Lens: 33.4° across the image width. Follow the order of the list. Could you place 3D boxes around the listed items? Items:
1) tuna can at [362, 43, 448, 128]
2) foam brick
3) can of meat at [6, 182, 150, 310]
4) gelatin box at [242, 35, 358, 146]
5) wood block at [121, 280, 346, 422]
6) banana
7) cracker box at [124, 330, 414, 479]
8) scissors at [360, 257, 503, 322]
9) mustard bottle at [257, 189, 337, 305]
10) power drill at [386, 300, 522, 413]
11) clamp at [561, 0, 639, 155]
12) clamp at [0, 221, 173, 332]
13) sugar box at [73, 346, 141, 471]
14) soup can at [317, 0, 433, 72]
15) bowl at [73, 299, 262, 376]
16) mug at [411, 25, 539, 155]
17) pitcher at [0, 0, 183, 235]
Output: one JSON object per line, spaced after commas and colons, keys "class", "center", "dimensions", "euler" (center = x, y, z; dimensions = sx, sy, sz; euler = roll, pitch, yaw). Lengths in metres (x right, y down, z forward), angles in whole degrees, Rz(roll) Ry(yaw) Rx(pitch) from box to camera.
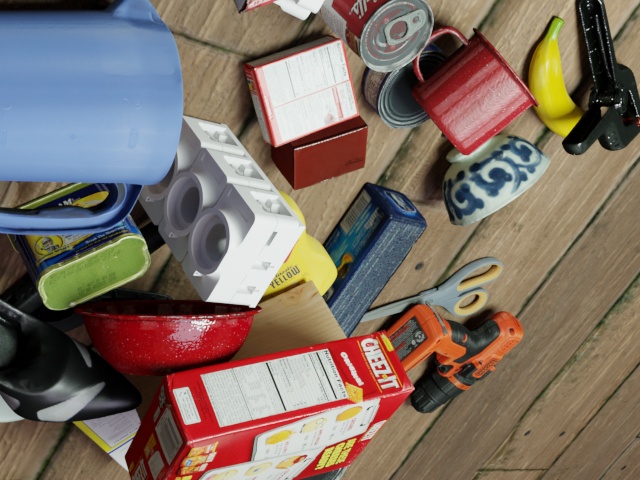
{"class": "tuna can", "center": [0.083, -0.150, 1.008], "dimensions": [0.086, 0.034, 0.086], "euler": [-20, 138, -20]}
{"class": "foam brick", "center": [-0.002, -0.090, 0.990], "dimensions": [0.078, 0.051, 0.053], "euler": [-19, 139, -21]}
{"class": "can of meat", "center": [-0.204, 0.002, 0.904], "dimensions": [0.102, 0.084, 0.057], "euler": [-25, 140, -15]}
{"class": "gelatin box", "center": [-0.015, -0.132, 0.937], "dimensions": [0.089, 0.030, 0.073], "euler": [-23, 114, -18]}
{"class": "wood block", "center": [-0.077, 0.136, 1.042], "dimensions": [0.206, 0.091, 0.090], "euler": [-24, 142, -10]}
{"class": "banana", "center": [0.261, -0.151, 1.138], "dimensions": [0.069, 0.037, 0.197], "euler": [-39, 141, 2]}
{"class": "cracker box", "center": [-0.049, 0.160, 0.936], "dimensions": [0.213, 0.072, 0.164], "euler": [-9, 150, -28]}
{"class": "scissors", "center": [0.134, 0.080, 1.289], "dimensions": [0.201, 0.016, 0.096], "euler": [-25, 140, -14]}
{"class": "mustard bottle", "center": [-0.057, 0.002, 1.035], "dimensions": [0.096, 0.058, 0.191], "euler": [-31, 141, 1]}
{"class": "power drill", "center": [0.141, 0.147, 1.321], "dimensions": [0.185, 0.057, 0.187], "euler": [-47, 145, 22]}
{"class": "clamp", "center": [0.302, -0.141, 1.131], "dimensions": [0.209, 0.036, 0.164], "euler": [31, 68, -55]}
{"class": "clamp", "center": [-0.208, 0.051, 0.987], "dimensions": [0.171, 0.039, 0.120], "euler": [-20, 134, -11]}
{"class": "sugar box", "center": [-0.201, 0.171, 1.107], "dimensions": [0.093, 0.048, 0.176], "euler": [-34, 145, -6]}
{"class": "soup can", "center": [0.037, -0.194, 0.875], "dimensions": [0.068, 0.102, 0.068], "euler": [-20, 138, -20]}
{"class": "bowl", "center": [-0.131, 0.083, 0.919], "dimensions": [0.161, 0.162, 0.055], "euler": [0, 91, -37]}
{"class": "mug", "center": [0.130, -0.139, 0.965], "dimensions": [0.081, 0.093, 0.117], "euler": [-40, 110, 11]}
{"class": "pitcher", "center": [-0.230, -0.092, 0.756], "dimensions": [0.242, 0.149, 0.145], "euler": [-4, 160, -29]}
